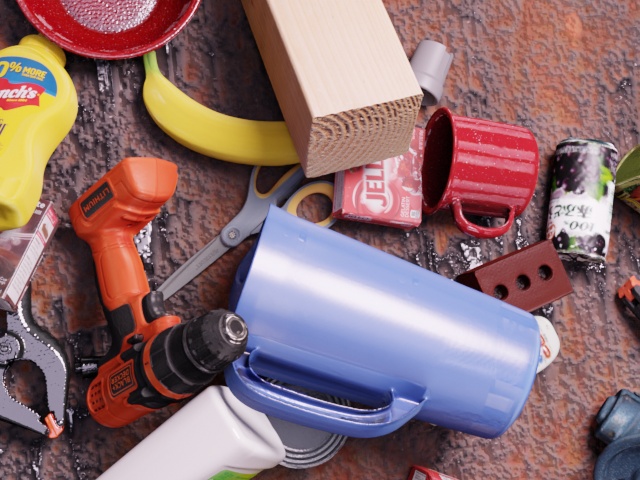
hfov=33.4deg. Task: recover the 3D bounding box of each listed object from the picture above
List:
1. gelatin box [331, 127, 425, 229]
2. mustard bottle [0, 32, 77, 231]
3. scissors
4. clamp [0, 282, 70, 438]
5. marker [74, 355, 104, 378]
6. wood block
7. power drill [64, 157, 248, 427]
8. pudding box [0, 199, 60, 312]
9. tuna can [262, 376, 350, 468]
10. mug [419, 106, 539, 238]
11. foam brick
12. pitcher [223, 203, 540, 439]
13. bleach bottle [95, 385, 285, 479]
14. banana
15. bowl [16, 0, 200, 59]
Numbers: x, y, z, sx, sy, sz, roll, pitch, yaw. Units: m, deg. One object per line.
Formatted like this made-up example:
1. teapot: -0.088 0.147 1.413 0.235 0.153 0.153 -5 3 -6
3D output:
1. gelatin box: 0.051 -0.058 0.925 0.073 0.030 0.089 8 77 -17
2. mustard bottle: -0.247 -0.098 0.847 0.096 0.058 0.191 7 53 10
3. scissors: -0.056 0.001 0.917 0.096 0.016 0.201 35 80 -5
4. clamp: -0.250 0.078 0.865 0.120 0.039 0.171 -41 92 -8
5. marker: -0.143 0.101 0.890 0.121 0.020 0.020 -5 86 -10
6. wood block: 0.001 -0.167 0.869 0.090 0.090 0.206 -15 65 -12
7. power drill: -0.131 0.034 0.818 0.057 0.185 0.187 8 61 -43
8. pudding box: -0.276 -0.001 0.841 0.113 0.039 0.090 16 65 7
9. tuna can: -0.019 0.147 0.900 0.086 0.034 0.086 1 85 -10
10. mug: 0.136 -0.053 0.914 0.081 0.093 0.117 7 55 -14
11. foam brick: 0.169 0.038 0.934 0.078 0.051 0.053 -23 89 -11
12. pitcher: 0.043 0.079 0.843 0.242 0.145 0.149 20 89 -4
13. bleach bottle: -0.153 0.213 0.836 0.251 0.102 0.068 -37 66 6
14. banana: -0.070 -0.099 0.900 0.198 0.037 0.070 20 96 3
15. bowl: -0.178 -0.224 0.896 0.162 0.055 0.162 1 85 -10
